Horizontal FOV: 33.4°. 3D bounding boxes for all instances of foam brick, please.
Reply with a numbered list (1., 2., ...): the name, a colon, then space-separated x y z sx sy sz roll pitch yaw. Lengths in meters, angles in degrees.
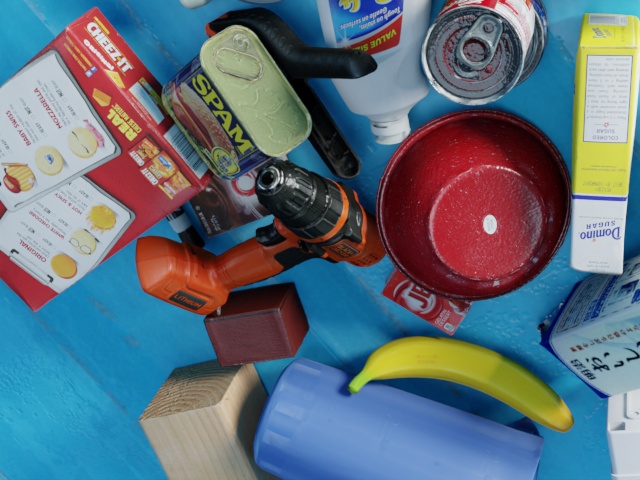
1. foam brick: -0.057 0.077 0.975 0.078 0.053 0.051 -10 112 22

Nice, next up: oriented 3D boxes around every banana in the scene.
1. banana: 0.125 0.121 0.939 0.198 0.069 0.037 9 156 4

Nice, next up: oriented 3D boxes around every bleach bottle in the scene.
1. bleach bottle: 0.046 -0.194 0.805 0.103 0.068 0.251 -2 118 17

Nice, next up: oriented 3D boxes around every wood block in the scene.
1. wood block: -0.081 0.225 1.034 0.090 0.090 0.206 -14 111 22

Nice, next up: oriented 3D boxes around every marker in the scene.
1. marker: -0.139 -0.037 0.961 0.020 0.020 0.121 -23 107 25

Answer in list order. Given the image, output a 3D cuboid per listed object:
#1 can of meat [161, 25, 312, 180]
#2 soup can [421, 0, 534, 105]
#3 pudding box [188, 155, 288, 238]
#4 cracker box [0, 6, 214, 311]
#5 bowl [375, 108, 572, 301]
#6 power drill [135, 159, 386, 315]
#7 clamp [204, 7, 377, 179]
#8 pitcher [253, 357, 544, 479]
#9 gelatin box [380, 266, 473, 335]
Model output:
1. can of meat: -0.068 -0.103 0.828 0.102 0.057 0.084 55 147 -8
2. soup can: 0.112 -0.143 0.745 0.068 0.102 0.068 7 118 13
3. pudding box: -0.079 -0.069 0.915 0.090 0.039 0.113 -19 109 24
4. cracker box: -0.214 -0.063 0.891 0.214 0.072 0.164 -33 106 26
5. bowl: 0.126 -0.020 0.842 0.162 0.055 0.162 -1 106 -3
6. power drill: -0.056 0.001 0.875 0.188 0.184 0.057 -18 65 23
7. clamp: -0.023 -0.123 0.843 0.172 0.039 0.120 35 138 33
8. pitcher: 0.064 0.204 0.948 0.243 0.149 0.145 20 107 12
9. gelatin box: 0.104 0.028 0.916 0.073 0.030 0.089 31 120 -1
